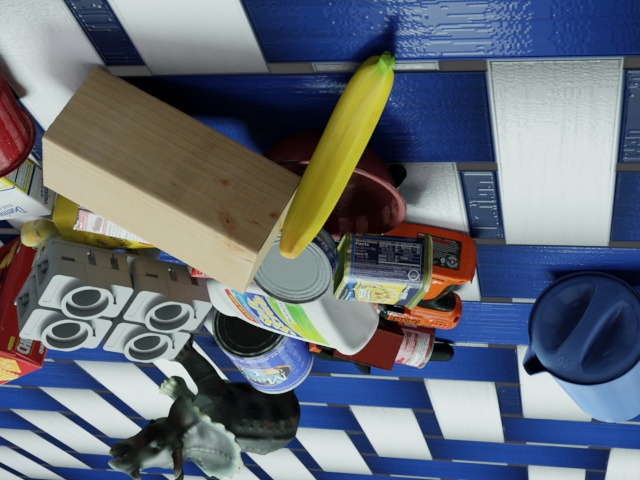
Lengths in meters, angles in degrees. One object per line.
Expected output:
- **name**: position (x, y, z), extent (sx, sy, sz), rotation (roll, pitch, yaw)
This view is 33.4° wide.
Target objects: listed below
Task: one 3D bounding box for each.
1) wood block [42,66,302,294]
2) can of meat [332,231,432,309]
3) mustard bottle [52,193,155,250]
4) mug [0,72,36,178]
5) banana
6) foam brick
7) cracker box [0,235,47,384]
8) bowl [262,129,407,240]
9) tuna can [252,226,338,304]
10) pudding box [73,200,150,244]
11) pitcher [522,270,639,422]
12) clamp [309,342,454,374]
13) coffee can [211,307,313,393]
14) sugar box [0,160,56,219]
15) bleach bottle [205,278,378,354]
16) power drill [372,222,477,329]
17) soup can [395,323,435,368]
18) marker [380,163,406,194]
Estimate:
- **wood block**: position (-0.132, -0.052, 0.940), extent (0.206, 0.090, 0.091), rotation (28, 151, 2)
- **can of meat**: position (0.059, 0.029, 1.055), extent (0.084, 0.057, 0.102), rotation (5, 162, -6)
- **mustard bottle**: position (-0.180, -0.024, 1.135), extent (0.192, 0.058, 0.096), rotation (-3, 155, 21)
- **mug**: position (-0.320, -0.116, 0.953), extent (0.117, 0.093, 0.081), rotation (31, 157, 20)
- **banana**: position (0.014, -0.077, 0.888), extent (0.037, 0.069, 0.198), rotation (30, 114, 9)
- **foam brick**: position (0.055, 0.117, 1.288), extent (0.078, 0.051, 0.053), rotation (17, -166, -12)
- **cracker box**: position (-0.396, 0.091, 1.322), extent (0.072, 0.164, 0.214), rotation (27, 149, -31)
- **bowl**: position (0.004, -0.058, 1.010), extent (0.162, 0.055, 0.162), rotation (6, 156, 3)
- **tuna can**: position (-0.026, 0.018, 1.032), extent (0.086, 0.033, 0.086), rotation (9, 126, 12)
- **pudding box**: position (-0.182, -0.046, 1.024), extent (0.090, 0.113, 0.039), rotation (11, 123, -8)
- **pitcher**: position (0.342, 0.132, 1.263), extent (0.149, 0.145, 0.242), rotation (9, 162, 26)
- **clamp**: position (0.069, 0.148, 1.443), extent (0.165, 0.036, 0.209), rotation (-14, 158, 35)
- **coffee can**: position (-0.072, 0.128, 1.384), extent (0.103, 0.103, 0.140), rotation (1, 155, 13)
- **sugar box**: position (-0.359, -0.077, 1.088), extent (0.093, 0.048, 0.176), rotation (-4, 157, 24)
- **bleach bottle**: position (-0.052, 0.070, 1.246), extent (0.251, 0.068, 0.102), rotation (2, 134, 49)
- **power drill**: position (0.087, 0.041, 1.207), extent (0.184, 0.057, 0.188), rotation (10, 157, -5)
- **soup can**: position (0.087, 0.119, 1.360), extent (0.102, 0.068, 0.069), rotation (14, 155, -13)
- **marker**: position (0.064, -0.044, 1.068), extent (0.020, 0.020, 0.121), rotation (10, 155, -6)
